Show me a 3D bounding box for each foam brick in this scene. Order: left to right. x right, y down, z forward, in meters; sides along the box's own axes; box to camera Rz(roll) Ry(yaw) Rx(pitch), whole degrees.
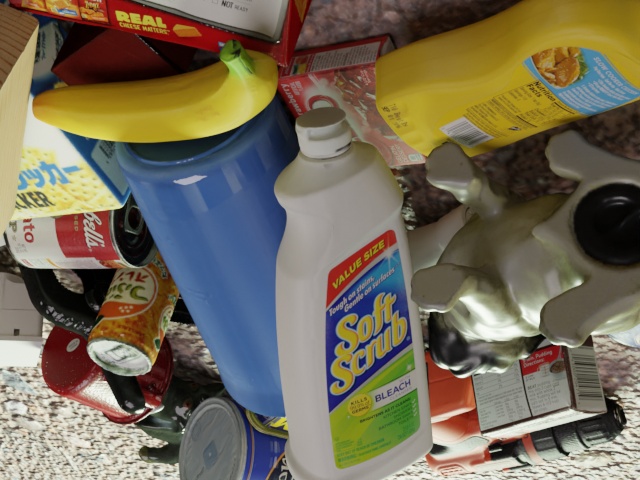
[{"bbox_3d":[-0.118,-0.120,0.659,0.078,0.053,0.051,-20,131,41],"label":"foam brick"}]

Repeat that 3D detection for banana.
[{"bbox_3d":[-0.086,-0.083,0.606,0.198,0.037,0.069,-7,151,45],"label":"banana"}]

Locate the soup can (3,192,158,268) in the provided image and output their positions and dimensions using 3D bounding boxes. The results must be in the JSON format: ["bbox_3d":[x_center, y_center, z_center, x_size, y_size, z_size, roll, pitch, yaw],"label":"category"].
[{"bbox_3d":[-0.182,-0.012,0.816,0.102,0.068,0.068,-1,141,24],"label":"soup can"}]

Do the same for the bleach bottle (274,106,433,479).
[{"bbox_3d":[0.011,0.039,0.665,0.102,0.068,0.251,-21,122,-19],"label":"bleach bottle"}]

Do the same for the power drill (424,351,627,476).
[{"bbox_3d":[0.135,0.144,0.877,0.185,0.057,0.187,-21,144,30],"label":"power drill"}]

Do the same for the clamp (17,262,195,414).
[{"bbox_3d":[-0.184,0.062,0.879,0.171,0.120,0.039,33,133,-16],"label":"clamp"}]

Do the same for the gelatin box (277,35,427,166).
[{"bbox_3d":[0.023,-0.082,0.673,0.073,0.030,0.089,-5,139,27],"label":"gelatin box"}]

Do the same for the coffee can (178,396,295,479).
[{"bbox_3d":[-0.044,0.203,0.982,0.140,0.103,0.103,15,151,-36],"label":"coffee can"}]

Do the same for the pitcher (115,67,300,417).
[{"bbox_3d":[-0.055,0.001,0.743,0.149,0.145,0.242,-18,133,5],"label":"pitcher"}]

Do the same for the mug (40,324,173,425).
[{"bbox_3d":[-0.184,0.112,0.936,0.117,0.093,0.081,33,179,42],"label":"mug"}]

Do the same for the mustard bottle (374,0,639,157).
[{"bbox_3d":[0.130,-0.098,0.580,0.192,0.058,0.096,-16,152,37],"label":"mustard bottle"}]

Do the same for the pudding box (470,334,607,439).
[{"bbox_3d":[0.149,0.078,0.767,0.039,0.113,0.090,12,153,-37],"label":"pudding box"}]
